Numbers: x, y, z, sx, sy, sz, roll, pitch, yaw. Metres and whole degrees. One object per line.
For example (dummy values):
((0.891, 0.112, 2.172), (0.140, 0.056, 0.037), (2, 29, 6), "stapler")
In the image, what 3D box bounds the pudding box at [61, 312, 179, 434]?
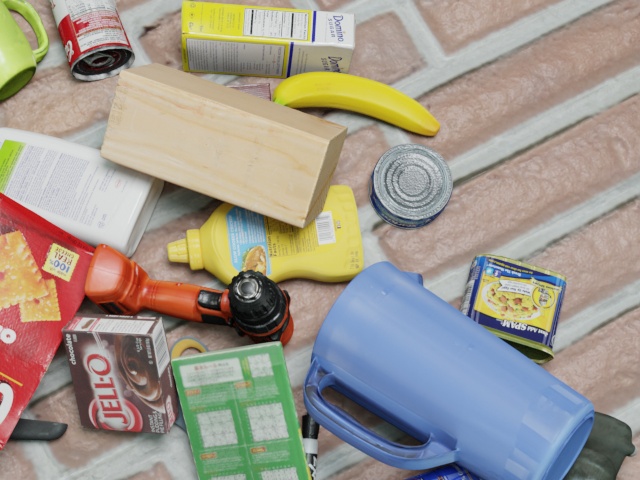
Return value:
((-0.186, 0.125, 0.999), (0.090, 0.039, 0.113), (1, 114, 13), "pudding box")

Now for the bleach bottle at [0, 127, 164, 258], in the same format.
((-0.291, -0.070, 1.070), (0.251, 0.068, 0.102), (21, 76, 4), "bleach bottle")

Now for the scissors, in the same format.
((-0.105, 0.177, 1.043), (0.202, 0.016, 0.096), (43, 78, 7), "scissors")

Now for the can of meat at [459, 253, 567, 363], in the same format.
((0.191, 0.067, 1.073), (0.102, 0.057, 0.084), (17, 73, -1), "can of meat")

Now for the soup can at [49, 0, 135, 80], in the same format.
((-0.240, -0.227, 1.111), (0.068, 0.068, 0.102), (-18, 77, -9), "soup can")

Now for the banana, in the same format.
((0.030, -0.143, 1.111), (0.197, 0.037, 0.069), (2, 62, -22), "banana")

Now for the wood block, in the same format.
((-0.090, -0.093, 1.017), (0.206, 0.090, 0.090), (20, 107, 8), "wood block")

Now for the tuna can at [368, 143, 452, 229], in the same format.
((0.094, -0.057, 1.109), (0.086, 0.034, 0.086), (1, 76, -4), "tuna can")

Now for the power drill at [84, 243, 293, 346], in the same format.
((-0.120, 0.053, 0.998), (0.188, 0.184, 0.057), (13, 74, 9), "power drill")

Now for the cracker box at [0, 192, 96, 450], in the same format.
((-0.319, 0.064, 0.978), (0.164, 0.072, 0.213), (34, 59, -20), "cracker box")

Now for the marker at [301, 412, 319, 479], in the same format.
((-0.013, 0.226, 1.036), (0.020, 0.020, 0.121), (5, 75, -3), "marker")

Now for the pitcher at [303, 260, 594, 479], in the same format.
((0.113, 0.138, 0.969), (0.243, 0.144, 0.149), (32, 100, 26), "pitcher")

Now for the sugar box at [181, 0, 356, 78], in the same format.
((-0.055, -0.205, 1.106), (0.176, 0.093, 0.048), (1, 76, -5), "sugar box")

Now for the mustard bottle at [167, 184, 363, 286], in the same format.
((-0.057, 0.001, 1.070), (0.191, 0.058, 0.096), (-6, 75, -6), "mustard bottle")
